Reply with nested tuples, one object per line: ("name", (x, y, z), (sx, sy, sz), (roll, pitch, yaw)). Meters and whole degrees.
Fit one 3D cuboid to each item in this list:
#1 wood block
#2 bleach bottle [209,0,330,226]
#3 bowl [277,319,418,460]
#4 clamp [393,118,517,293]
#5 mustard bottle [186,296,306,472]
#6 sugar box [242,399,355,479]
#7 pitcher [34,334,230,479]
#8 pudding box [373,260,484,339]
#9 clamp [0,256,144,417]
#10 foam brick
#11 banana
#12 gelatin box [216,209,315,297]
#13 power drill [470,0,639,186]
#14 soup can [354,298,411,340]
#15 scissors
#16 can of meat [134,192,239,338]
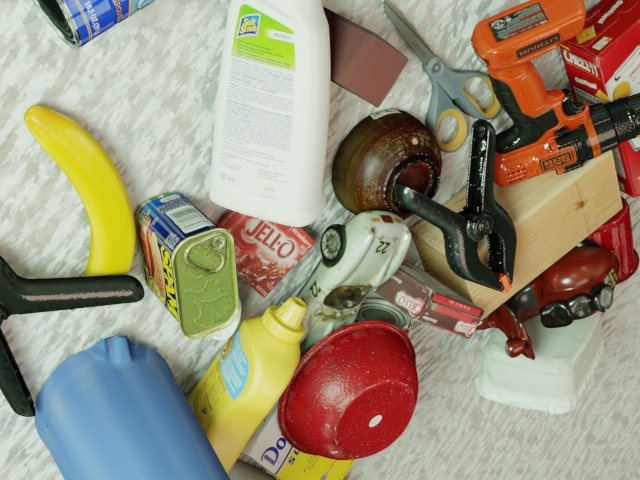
("wood block", (0.209, -0.022, 1.130), (0.206, 0.090, 0.091), (-36, 132, -12))
("bleach bottle", (-0.031, -0.142, 0.871), (0.068, 0.103, 0.251), (-50, 152, -60))
("bowl", (0.040, 0.161, 1.051), (0.161, 0.055, 0.162), (-16, 126, -24))
("clamp", (0.149, -0.027, 1.018), (0.120, 0.039, 0.171), (-43, 123, -9))
("mustard bottle", (-0.070, 0.129, 0.993), (0.058, 0.096, 0.192), (24, 112, -25))
("sugar box", (-0.022, 0.208, 1.117), (0.093, 0.048, 0.176), (-54, 143, -12))
("pitcher", (-0.147, 0.208, 0.904), (0.145, 0.243, 0.149), (-43, 129, -2))
("pudding box", (0.097, 0.052, 1.077), (0.089, 0.114, 0.039), (23, 100, -43))
("clamp", (-0.256, 0.050, 0.855), (0.165, 0.036, 0.209), (-41, 131, 9))
("foam brick", (0.026, -0.157, 0.917), (0.052, 0.078, 0.051), (26, 98, -44))
("banana", (-0.188, -0.026, 0.869), (0.069, 0.037, 0.198), (-22, 128, -25))
("gelatin box", (-0.057, 0.001, 0.988), (0.073, 0.030, 0.089), (-47, 135, -3))
("power drill", (0.233, -0.147, 1.032), (0.184, 0.057, 0.187), (-22, 131, 6))
("soup can", (0.053, 0.121, 1.120), (0.068, 0.069, 0.102), (-8, 121, -33))
("scissors", (0.103, -0.147, 1.023), (0.201, 0.016, 0.096), (21, 104, -42))
("can of meat", (-0.116, 0.019, 0.918), (0.057, 0.084, 0.102), (-20, 128, -25))
